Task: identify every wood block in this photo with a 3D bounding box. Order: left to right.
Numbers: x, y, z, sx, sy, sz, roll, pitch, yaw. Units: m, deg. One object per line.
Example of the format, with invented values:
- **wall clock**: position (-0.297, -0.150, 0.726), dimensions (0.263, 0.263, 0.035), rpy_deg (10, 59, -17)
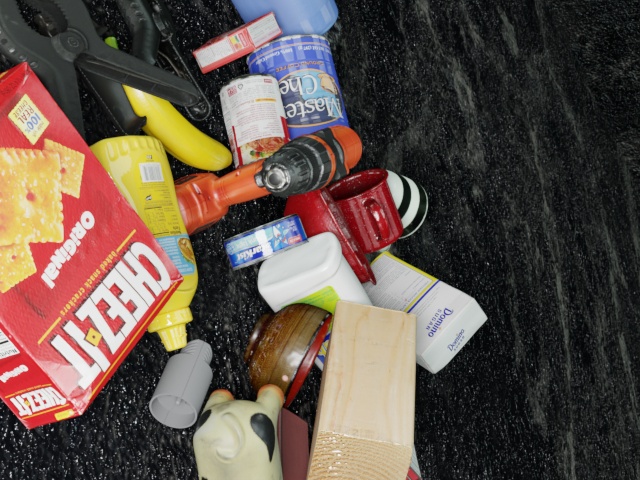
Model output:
- **wood block**: position (0.044, 0.160, 1.060), dimensions (0.206, 0.090, 0.091), rpy_deg (-79, 179, -59)

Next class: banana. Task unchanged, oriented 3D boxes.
- **banana**: position (-0.148, -0.120, 1.070), dimensions (0.197, 0.037, 0.069), rpy_deg (48, 36, -40)

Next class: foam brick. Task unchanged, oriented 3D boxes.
- **foam brick**: position (-0.046, 0.210, 1.039), dimensions (0.051, 0.053, 0.078), rpy_deg (38, 43, -49)

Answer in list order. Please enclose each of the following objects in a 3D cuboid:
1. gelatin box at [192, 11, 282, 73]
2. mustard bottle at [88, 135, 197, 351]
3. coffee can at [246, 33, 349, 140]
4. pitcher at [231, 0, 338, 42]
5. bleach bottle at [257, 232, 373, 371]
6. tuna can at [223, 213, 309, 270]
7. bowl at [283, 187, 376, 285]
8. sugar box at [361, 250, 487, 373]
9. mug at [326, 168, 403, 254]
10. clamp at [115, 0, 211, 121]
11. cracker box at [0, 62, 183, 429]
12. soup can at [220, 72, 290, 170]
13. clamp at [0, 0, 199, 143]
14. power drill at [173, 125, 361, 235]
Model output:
- **gelatin box**: position (-0.093, -0.225, 1.204), dimensions (0.030, 0.073, 0.089), rpy_deg (64, 27, -14)
- **mustard bottle**: position (-0.154, 0.005, 0.953), dimensions (0.096, 0.058, 0.191), rpy_deg (-9, 82, -65)
- **coffee can**: position (-0.023, -0.159, 1.264), dimensions (0.102, 0.103, 0.140), rpy_deg (7, 68, -62)
- **pitcher**: position (-0.070, -0.344, 1.257), dimensions (0.242, 0.145, 0.149), rpy_deg (61, 31, -28)
- **bleach bottle**: position (0.033, 0.108, 1.202), dimensions (0.250, 0.103, 0.068), rpy_deg (54, 23, -32)
- **tuna can**: position (-0.057, 0.001, 1.114), dimensions (0.086, 0.086, 0.034), rpy_deg (-22, 92, -64)
- **bowl**: position (0.003, -0.006, 1.238), dimensions (0.162, 0.055, 0.162), rpy_deg (59, 5, -9)
- **sugar box**: position (0.105, 0.082, 1.263), dimensions (0.176, 0.093, 0.048), rpy_deg (32, -16, 50)
- **mug**: position (0.060, -0.032, 1.347), dimensions (0.081, 0.093, 0.117), rpy_deg (68, -13, -19)
- **clamp**: position (-0.168, -0.202, 1.043), dimensions (0.171, 0.039, 0.120), rpy_deg (63, 9, 19)
- **cracker box**: position (-0.214, 0.003, 0.782), dimensions (0.213, 0.072, 0.164), rpy_deg (56, 39, -21)
- **soup can**: position (-0.071, -0.127, 1.191), dimensions (0.068, 0.069, 0.102), rpy_deg (9, 65, -61)
- **clamp**: position (-0.208, -0.160, 0.913), dimensions (0.210, 0.036, 0.164), rpy_deg (54, 46, -1)
- **power drill**: position (-0.065, -0.054, 1.018), dimensions (0.184, 0.188, 0.057), rpy_deg (-30, 102, -65)
